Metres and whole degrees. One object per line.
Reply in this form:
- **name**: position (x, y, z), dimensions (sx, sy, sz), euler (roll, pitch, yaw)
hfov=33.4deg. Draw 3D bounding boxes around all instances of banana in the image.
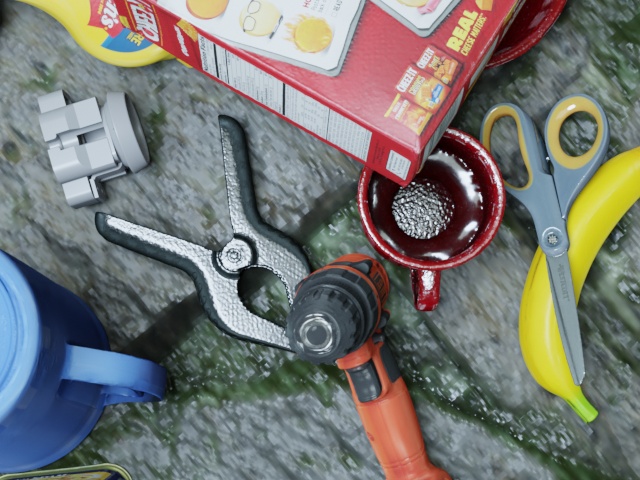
- **banana**: position (0.178, 0.020, 0.729), dimensions (0.069, 0.037, 0.198), euler (18, 85, -14)

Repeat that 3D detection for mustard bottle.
- **mustard bottle**: position (-0.138, -0.171, 0.706), dimensions (0.191, 0.058, 0.096), euler (31, 95, -25)

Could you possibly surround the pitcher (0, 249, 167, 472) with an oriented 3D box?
- **pitcher**: position (-0.187, 0.068, 0.614), dimensions (0.149, 0.243, 0.145), euler (-37, 85, -11)

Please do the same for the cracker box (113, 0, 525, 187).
- **cracker box**: position (0.005, -0.155, 0.656), dimensions (0.214, 0.072, 0.164), euler (30, 73, 8)

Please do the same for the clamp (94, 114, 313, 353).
- **clamp**: position (-0.055, 0.001, 0.725), dimensions (0.171, 0.039, 0.120), euler (42, 90, 0)

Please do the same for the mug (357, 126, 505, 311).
- **mug**: position (0.069, -0.012, 0.705), dimensions (0.093, 0.081, 0.117), euler (-3, 84, -1)

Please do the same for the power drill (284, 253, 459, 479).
- **power drill**: position (0.034, 0.103, 0.653), dimensions (0.057, 0.184, 0.187), euler (-16, 94, 12)

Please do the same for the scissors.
- **scissors**: position (0.169, -0.014, 0.702), dimensions (0.096, 0.016, 0.202), euler (-28, 64, 15)
